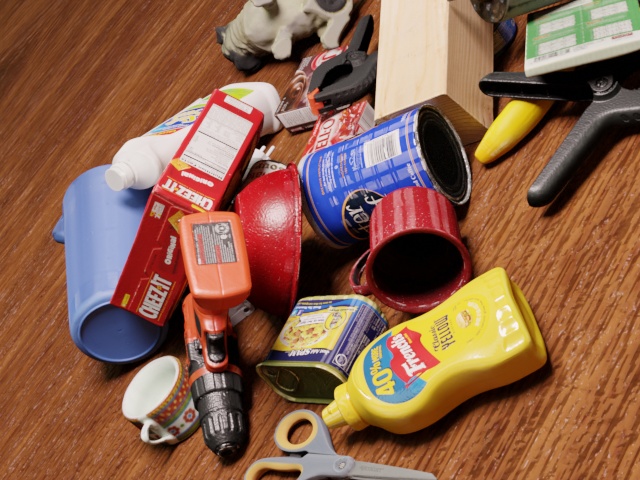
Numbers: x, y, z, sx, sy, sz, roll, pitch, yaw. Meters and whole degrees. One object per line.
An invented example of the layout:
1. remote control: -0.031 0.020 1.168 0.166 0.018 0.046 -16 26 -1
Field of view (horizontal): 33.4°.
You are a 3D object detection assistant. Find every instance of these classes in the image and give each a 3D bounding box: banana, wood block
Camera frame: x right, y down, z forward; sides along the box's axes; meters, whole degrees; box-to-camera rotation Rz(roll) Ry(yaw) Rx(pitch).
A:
1. banana: 0.216 -0.155 1.059 0.197 0.037 0.070 -58 13 -27
2. wood block: 0.121 -0.203 1.116 0.090 0.090 0.206 -17 56 36

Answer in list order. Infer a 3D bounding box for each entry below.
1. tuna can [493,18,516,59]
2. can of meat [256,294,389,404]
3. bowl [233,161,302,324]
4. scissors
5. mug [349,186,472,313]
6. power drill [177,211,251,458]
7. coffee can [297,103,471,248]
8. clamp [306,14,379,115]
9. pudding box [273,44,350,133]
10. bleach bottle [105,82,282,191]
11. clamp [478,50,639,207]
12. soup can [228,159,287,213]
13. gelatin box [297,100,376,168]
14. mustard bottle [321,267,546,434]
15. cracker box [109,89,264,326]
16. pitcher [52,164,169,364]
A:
1. tuna can: 0.175 -0.230 1.192 0.086 0.033 0.086 -28 34 21
2. can of meat: 0.004 0.097 0.965 0.102 0.057 0.083 -5 45 44
3. bowl: -0.057 0.001 1.054 0.055 0.162 0.162 2 35 -9
4. scissors: 0.019 0.175 0.894 0.202 0.016 0.096 -18 39 34
5. mug: 0.076 0.011 0.962 0.117 0.093 0.081 -33 28 22
6. power drill: -0.097 0.081 0.979 0.057 0.188 0.184 -5 49 -13
7. coffee can: 0.062 -0.061 1.047 0.141 0.102 0.102 -21 38 31
8. clamp: 0.042 -0.212 1.267 0.171 0.039 0.120 -34 37 -18
9. pudding box: 0.003 -0.190 1.325 0.090 0.039 0.113 -11 44 39
10. bleach bottle: -0.157 -0.120 1.290 0.103 0.068 0.250 4 28 36
11. clamp: 0.250 -0.136 0.968 0.210 0.036 0.164 -30 50 9
12. soup can: -0.065 -0.031 1.182 0.069 0.068 0.102 -11 44 40
13. gelatin box: 0.020 -0.114 1.225 0.073 0.030 0.089 -13 42 39
14. mustard bottle: 0.084 0.104 0.868 0.192 0.058 0.096 -32 38 17
15. cracker box: -0.137 -0.037 1.140 0.213 0.072 0.164 -70 6 -52
16. pitcher: -0.227 0.024 1.250 0.149 0.144 0.243 -56 29 27
